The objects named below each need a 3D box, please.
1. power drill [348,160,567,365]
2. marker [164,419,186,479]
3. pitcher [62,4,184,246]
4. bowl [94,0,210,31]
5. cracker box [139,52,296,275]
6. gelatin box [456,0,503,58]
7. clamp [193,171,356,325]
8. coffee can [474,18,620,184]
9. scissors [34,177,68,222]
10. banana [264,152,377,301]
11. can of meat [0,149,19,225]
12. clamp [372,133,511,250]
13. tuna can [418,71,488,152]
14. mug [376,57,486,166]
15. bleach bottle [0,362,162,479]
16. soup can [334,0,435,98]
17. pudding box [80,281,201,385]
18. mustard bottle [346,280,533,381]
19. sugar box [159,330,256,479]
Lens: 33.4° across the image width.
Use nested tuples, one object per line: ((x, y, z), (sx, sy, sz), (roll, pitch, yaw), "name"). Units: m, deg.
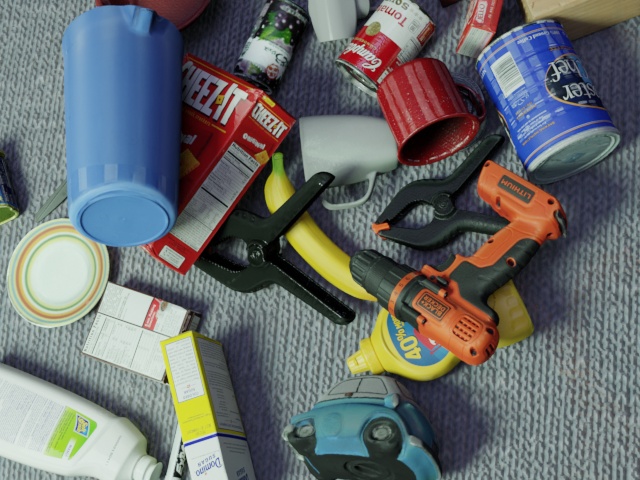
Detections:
((0.142, 0.012, 1.075), (0.185, 0.057, 0.187), (35, 81, 32), "power drill")
((-0.156, 0.239, 1.164), (0.020, 0.020, 0.121), (9, 78, 17), "marker")
((-0.209, -0.112, 1.123), (0.145, 0.149, 0.243), (-15, 55, 13), "pitcher")
((-0.191, -0.309, 1.299), (0.162, 0.055, 0.162), (-4, 75, 14), "bowl")
((-0.152, -0.091, 1.193), (0.164, 0.072, 0.213), (33, 86, 45), "cracker box")
((0.177, -0.249, 1.167), (0.030, 0.089, 0.073), (16, 80, 0), "gelatin box")
((-0.058, 0.001, 1.160), (0.210, 0.036, 0.164), (6, 106, 31), "clamp")
((0.236, -0.144, 1.118), (0.103, 0.102, 0.140), (-24, 71, 7), "coffee can")
((-0.282, -0.109, 1.263), (0.202, 0.096, 0.016), (-32, 28, 3), "scissors")
((-0.005, -0.002, 1.165), (0.037, 0.070, 0.198), (-35, 80, -24), "banana")
((-0.423, -0.055, 1.293), (0.102, 0.057, 0.084), (-23, 74, 8), "can of meat")
((0.144, -0.028, 1.147), (0.171, 0.039, 0.120), (-28, 66, 10), "clamp")
((0.141, -0.142, 1.178), (0.086, 0.033, 0.086), (-4, 75, 14), "tuna can")
((0.120, -0.139, 1.124), (0.117, 0.093, 0.081), (-12, 65, -21), "mug")
((-0.293, 0.218, 1.184), (0.251, 0.068, 0.102), (21, 82, 17), "bleach bottle")
((0.074, -0.219, 1.199), (0.068, 0.068, 0.102), (37, 87, 20), "soup can")
((-0.202, 0.105, 1.202), (0.114, 0.039, 0.090), (16, 82, 21), "pudding box")
((0.116, 0.092, 1.111), (0.192, 0.058, 0.096), (-26, 67, 7), "mustard bottle")
((-0.117, 0.190, 1.128), (0.048, 0.093, 0.176), (-18, 71, 12), "sugar box")
